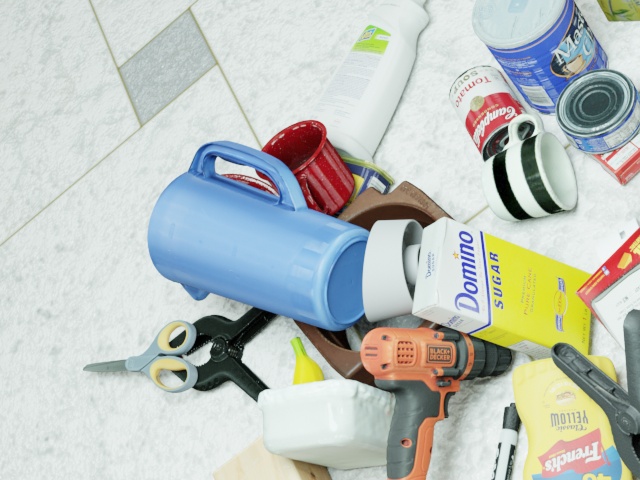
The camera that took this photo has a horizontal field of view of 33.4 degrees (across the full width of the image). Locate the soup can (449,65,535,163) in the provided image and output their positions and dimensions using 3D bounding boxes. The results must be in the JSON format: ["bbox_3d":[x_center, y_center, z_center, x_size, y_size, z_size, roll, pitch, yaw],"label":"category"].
[{"bbox_3d":[0.192,-0.139,1.188,0.068,0.068,0.102,-34,49,15],"label":"soup can"}]

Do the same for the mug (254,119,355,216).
[{"bbox_3d":[-0.012,-0.068,1.190,0.093,0.081,0.117,-29,36,12],"label":"mug"}]

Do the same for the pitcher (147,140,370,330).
[{"bbox_3d":[-0.057,0.001,1.126,0.243,0.149,0.145,18,65,37],"label":"pitcher"}]

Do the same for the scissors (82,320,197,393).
[{"bbox_3d":[-0.219,0.135,1.317,0.202,0.016,0.096,10,81,41],"label":"scissors"}]

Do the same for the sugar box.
[{"bbox_3d":[0.177,0.051,1.021,0.048,0.176,0.093,-33,42,56],"label":"sugar box"}]

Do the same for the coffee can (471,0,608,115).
[{"bbox_3d":[0.238,-0.214,1.149,0.103,0.140,0.103,-17,56,27],"label":"coffee can"}]

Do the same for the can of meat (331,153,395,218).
[{"bbox_3d":[0.025,-0.053,1.265,0.102,0.057,0.084,17,77,40],"label":"can of meat"}]

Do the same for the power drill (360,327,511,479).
[{"bbox_3d":[0.114,0.176,1.020,0.057,0.184,0.187,-9,77,52],"label":"power drill"}]

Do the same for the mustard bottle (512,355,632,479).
[{"bbox_3d":[0.231,0.202,0.968,0.096,0.058,0.191,-7,60,12],"label":"mustard bottle"}]

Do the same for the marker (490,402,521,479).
[{"bbox_3d":[0.176,0.215,1.027,0.020,0.020,0.121,0,65,35],"label":"marker"}]

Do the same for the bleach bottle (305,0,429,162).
[{"bbox_3d":[0.072,-0.211,1.321,0.103,0.068,0.250,19,74,40],"label":"bleach bottle"}]

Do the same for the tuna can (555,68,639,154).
[{"bbox_3d":[0.287,-0.134,1.098,0.086,0.033,0.086,-17,54,25],"label":"tuna can"}]

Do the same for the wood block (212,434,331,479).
[{"bbox_3d":[-0.018,0.303,1.067,0.090,0.090,0.206,-39,48,10],"label":"wood block"}]

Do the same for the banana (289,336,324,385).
[{"bbox_3d":[-0.045,0.204,1.163,0.070,0.037,0.198,39,106,34],"label":"banana"}]

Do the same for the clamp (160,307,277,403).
[{"bbox_3d":[-0.107,0.139,1.261,0.210,0.036,0.164,-16,58,31],"label":"clamp"}]
